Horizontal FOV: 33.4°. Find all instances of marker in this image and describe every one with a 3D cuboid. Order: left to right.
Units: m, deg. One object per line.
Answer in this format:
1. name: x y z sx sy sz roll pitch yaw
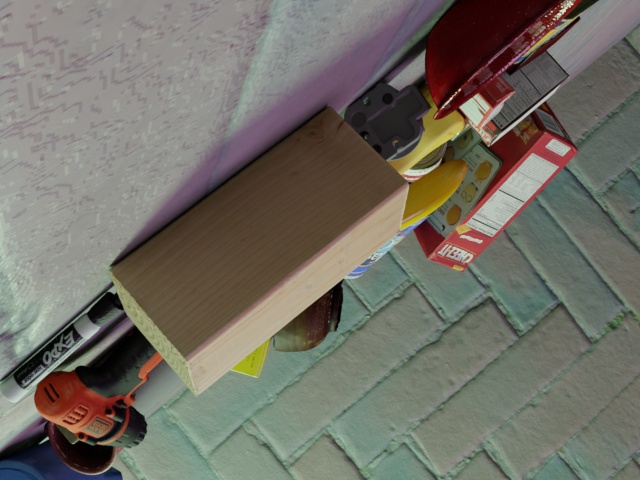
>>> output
1. marker: -0.198 0.081 0.822 0.121 0.020 0.020 -40 176 9

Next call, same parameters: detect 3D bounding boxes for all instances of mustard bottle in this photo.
1. mustard bottle: 0.052 -0.076 1.065 0.191 0.058 0.096 -40 -169 4

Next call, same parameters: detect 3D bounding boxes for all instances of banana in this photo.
1. banana: 0.073 -0.034 1.110 0.197 0.037 0.070 -25 -150 -6

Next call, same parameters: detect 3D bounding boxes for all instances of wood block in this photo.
1. wood block: -0.043 0.008 0.795 0.206 0.091 0.090 -38 161 -17

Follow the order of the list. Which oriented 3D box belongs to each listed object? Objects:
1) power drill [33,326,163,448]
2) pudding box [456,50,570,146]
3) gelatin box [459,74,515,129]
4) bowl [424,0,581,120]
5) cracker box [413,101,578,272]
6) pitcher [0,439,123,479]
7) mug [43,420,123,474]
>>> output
1. power drill: -0.163 0.123 1.025 0.187 0.057 0.184 -42 156 -3
2. pudding box: 0.181 -0.162 1.070 0.113 0.090 0.039 -38 175 -22
3. gelatin box: 0.137 -0.146 0.974 0.030 0.073 0.089 -40 175 -4
4. bowl: 0.136 -0.168 0.844 0.162 0.055 0.162 -39 176 -4
5. cracker box: 0.194 -0.092 1.302 0.072 0.164 0.214 22 121 -33
6. pitcher: -0.362 0.321 1.334 0.149 0.145 0.243 -51 173 -3
7. mug: -0.271 0.216 1.262 0.117 0.093 0.081 -7 -165 24
